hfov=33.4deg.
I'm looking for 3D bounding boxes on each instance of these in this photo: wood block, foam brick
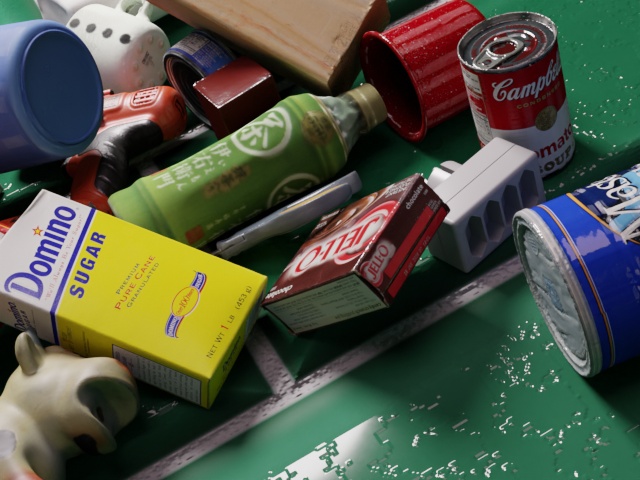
[{"bbox_3d":[-0.055,-0.205,0.880,0.206,0.090,0.090,30,90,10],"label":"wood block"},{"bbox_3d":[-0.059,-0.100,0.865,0.053,0.078,0.051,-32,42,-12],"label":"foam brick"}]

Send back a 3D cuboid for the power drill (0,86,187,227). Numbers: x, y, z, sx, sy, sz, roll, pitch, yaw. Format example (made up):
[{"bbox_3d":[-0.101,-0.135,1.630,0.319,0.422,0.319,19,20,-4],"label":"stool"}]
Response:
[{"bbox_3d":[-0.215,-0.054,0.899,0.185,0.057,0.187,-11,42,21],"label":"power drill"}]

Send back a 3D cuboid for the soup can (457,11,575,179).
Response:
[{"bbox_3d":[0.140,-0.100,0.754,0.068,0.102,0.068,-13,41,11],"label":"soup can"}]

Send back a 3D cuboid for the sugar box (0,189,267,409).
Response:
[{"bbox_3d":[-0.134,0.036,0.721,0.176,0.048,0.093,22,52,8],"label":"sugar box"}]

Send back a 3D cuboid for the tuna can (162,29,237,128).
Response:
[{"bbox_3d":[-0.095,-0.136,0.914,0.033,0.086,0.086,-42,44,-20],"label":"tuna can"}]

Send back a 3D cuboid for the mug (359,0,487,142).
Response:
[{"bbox_3d":[0.083,-0.140,0.838,0.081,0.093,0.117,-28,36,-15],"label":"mug"}]

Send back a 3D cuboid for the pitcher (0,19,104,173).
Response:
[{"bbox_3d":[-0.305,-0.100,0.869,0.243,0.144,0.149,-5,84,29],"label":"pitcher"}]

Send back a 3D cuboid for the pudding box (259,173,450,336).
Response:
[{"bbox_3d":[0.022,0.011,0.697,0.114,0.039,0.090,-26,23,54],"label":"pudding box"}]

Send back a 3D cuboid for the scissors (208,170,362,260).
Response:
[{"bbox_3d":[-0.055,0.001,0.768,0.201,0.016,0.096,-29,6,-10],"label":"scissors"}]
